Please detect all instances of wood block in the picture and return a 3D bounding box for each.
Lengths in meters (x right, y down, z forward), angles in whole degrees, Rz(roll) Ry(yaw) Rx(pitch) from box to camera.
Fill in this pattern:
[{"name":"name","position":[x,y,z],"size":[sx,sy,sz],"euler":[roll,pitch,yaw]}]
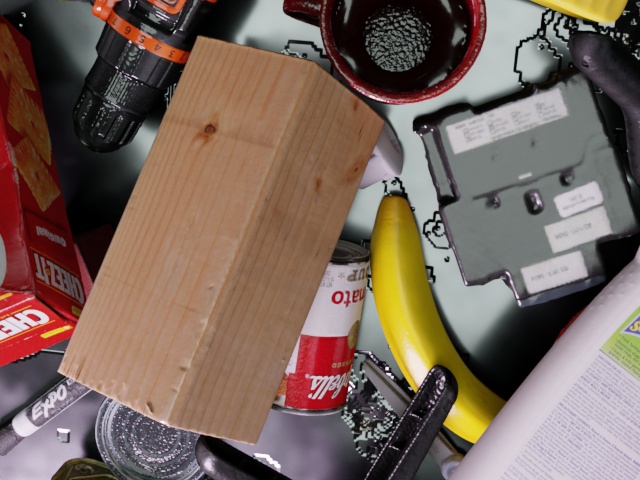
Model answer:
[{"name":"wood block","position":[-0.054,0.001,0.612],"size":[0.091,0.090,0.206],"euler":[19,84,33]}]

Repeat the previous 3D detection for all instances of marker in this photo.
[{"name":"marker","position":[-0.184,0.112,0.738],"size":[0.121,0.020,0.020],"euler":[-37,95,12]}]

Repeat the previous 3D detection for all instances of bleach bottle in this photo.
[{"name":"bleach bottle","position":[0.182,0.084,0.613],"size":[0.102,0.068,0.251],"euler":[37,100,-2]}]

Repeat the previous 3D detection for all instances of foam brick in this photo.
[{"name":"foam brick","position":[-0.159,0.025,0.689],"size":[0.053,0.078,0.051],"euler":[-19,97,10]}]

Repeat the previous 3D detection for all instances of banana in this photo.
[{"name":"banana","position":[0.079,0.066,0.693],"size":[0.069,0.037,0.198],"euler":[-39,98,-20]}]

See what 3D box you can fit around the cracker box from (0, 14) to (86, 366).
[{"name":"cracker box","position":[-0.243,-0.021,0.643],"size":[0.164,0.072,0.214],"euler":[-23,64,10]}]

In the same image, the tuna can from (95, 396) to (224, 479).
[{"name":"tuna can","position":[-0.108,0.127,0.725],"size":[0.086,0.033,0.086],"euler":[1,101,6]}]

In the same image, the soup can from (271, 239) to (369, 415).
[{"name":"soup can","position":[-0.009,0.052,0.682],"size":[0.068,0.068,0.102],"euler":[10,101,4]}]

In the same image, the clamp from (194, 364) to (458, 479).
[{"name":"clamp","position":[0.008,0.181,0.686],"size":[0.164,0.036,0.210],"euler":[-8,120,-10]}]

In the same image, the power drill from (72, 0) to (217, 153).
[{"name":"power drill","position":[-0.150,-0.166,0.615],"size":[0.187,0.057,0.184],"euler":[30,103,-6]}]

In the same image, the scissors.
[{"name":"scissors","position":[0.086,0.173,0.721],"size":[0.202,0.016,0.096],"euler":[35,103,-1]}]

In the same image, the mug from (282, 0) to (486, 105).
[{"name":"mug","position":[0.035,-0.126,0.629],"size":[0.117,0.081,0.093],"euler":[11,92,1]}]
